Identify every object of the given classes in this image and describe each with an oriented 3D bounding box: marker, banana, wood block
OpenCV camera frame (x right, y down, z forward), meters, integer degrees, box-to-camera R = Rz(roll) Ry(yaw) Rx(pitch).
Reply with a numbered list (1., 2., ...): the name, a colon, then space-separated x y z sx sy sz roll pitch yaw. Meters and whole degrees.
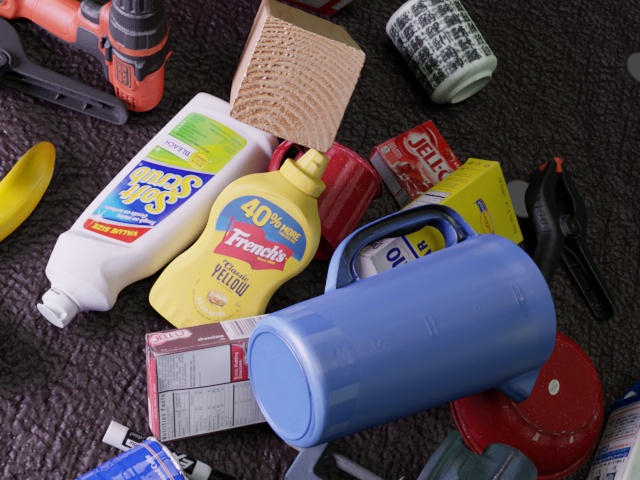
1. marker: -0.124 0.185 0.896 0.121 0.020 0.020 26 63 -6
2. banana: -0.302 -0.020 0.916 0.197 0.037 0.069 -31 80 -26
3. wood block: -0.024 -0.154 0.958 0.090 0.206 0.091 20 104 -9

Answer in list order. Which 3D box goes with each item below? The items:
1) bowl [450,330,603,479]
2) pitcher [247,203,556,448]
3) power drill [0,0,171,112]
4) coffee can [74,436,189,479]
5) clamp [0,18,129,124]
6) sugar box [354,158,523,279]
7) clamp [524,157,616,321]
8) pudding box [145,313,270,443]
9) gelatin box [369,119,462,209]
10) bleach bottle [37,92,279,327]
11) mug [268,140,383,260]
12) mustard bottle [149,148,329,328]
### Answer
1. bowl: 0.204 0.141 0.996 0.162 0.055 0.162 6 67 -15
2. pitcher: 0.062 0.074 0.884 0.242 0.145 0.149 -15 35 -32
3. power drill: -0.217 -0.213 0.952 0.188 0.185 0.057 34 62 9
4. coffee can: -0.167 0.229 0.817 0.140 0.103 0.103 -27 78 -25
5. clamp: -0.298 -0.144 0.955 0.210 0.036 0.164 41 46 9
6. sugar box: 0.110 0.005 1.007 0.176 0.048 0.093 -37 118 -28
7. clamp: 0.234 -0.004 1.062 0.120 0.039 0.171 11 58 -45
8. pudding box: -0.089 0.116 0.897 0.113 0.090 0.039 -7 28 -18
9. gelatin box: 0.102 -0.068 1.065 0.073 0.030 0.089 -27 79 -25
10. bleach bottle: -0.148 -0.019 0.944 0.103 0.068 0.250 31 63 17
11. mug: -0.007 -0.043 0.980 0.117 0.093 0.081 50 61 -38
12. mustard bottle: -0.056 0.001 0.915 0.096 0.058 0.192 36 100 -8
